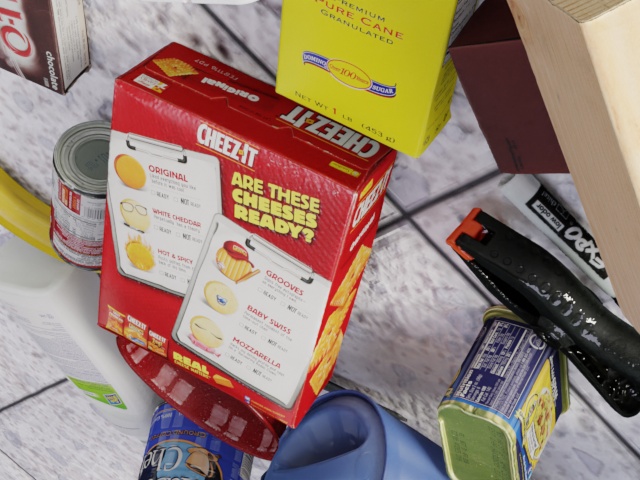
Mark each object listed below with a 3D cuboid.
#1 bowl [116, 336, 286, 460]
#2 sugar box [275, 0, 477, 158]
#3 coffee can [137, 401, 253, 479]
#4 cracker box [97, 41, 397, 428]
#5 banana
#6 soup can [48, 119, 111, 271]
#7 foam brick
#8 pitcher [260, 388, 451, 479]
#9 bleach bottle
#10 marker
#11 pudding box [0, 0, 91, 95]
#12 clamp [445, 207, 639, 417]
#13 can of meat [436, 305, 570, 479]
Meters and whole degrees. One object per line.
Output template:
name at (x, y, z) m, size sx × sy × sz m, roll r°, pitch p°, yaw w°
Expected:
bowl at (-0.081, 0.105, 0.845) m, size 0.162 × 0.055 × 0.162 m, roll 30°, pitch 155°, yaw 15°
sugar box at (0.030, -0.128, 0.516) m, size 0.093 × 0.048 × 0.176 m, roll 26°, pitch 146°, yaw 15°
coffee can at (-0.117, 0.228, 0.967) m, size 0.103 × 0.140 × 0.103 m, roll 6°, pitch 143°, yaw 4°
cracker box at (-0.055, 0.001, 0.692) m, size 0.164 × 0.072 × 0.214 m, roll 26°, pitch 132°, yaw 13°
banana at (-0.234, -0.022, 0.885) m, size 0.198 × 0.037 × 0.070 m, roll 36°, pitch 147°, yaw 0°
soup can at (-0.164, -0.032, 0.784) m, size 0.068 × 0.068 × 0.102 m, roll 32°, pitch 146°, yaw 6°
foam brick at (0.105, -0.076, 0.507) m, size 0.053 × 0.051 × 0.078 m, roll 3°, pitch 134°, yaw 40°
pitcher at (0.083, 0.217, 0.766) m, size 0.242 × 0.149 × 0.145 m, roll 33°, pitch 121°, yaw -30°
bleach bottle at (-0.214, 0.106, 1.003) m, size 0.103 × 0.068 × 0.251 m, roll 11°, pitch 141°, yaw 32°
marker at (0.147, 0.005, 0.597) m, size 0.121 × 0.020 × 0.020 m, roll 43°, pitch 146°, yaw -11°
pudding box at (-0.198, -0.158, 0.686) m, size 0.090 × 0.039 × 0.113 m, roll 25°, pitch 145°, yaw 16°
clamp at (0.148, 0.046, 0.606) m, size 0.171 × 0.039 × 0.120 m, roll 40°, pitch 164°, yaw -8°
can of meat at (0.118, 0.108, 0.689) m, size 0.058 × 0.083 × 0.102 m, roll 15°, pitch 141°, yaw 28°
